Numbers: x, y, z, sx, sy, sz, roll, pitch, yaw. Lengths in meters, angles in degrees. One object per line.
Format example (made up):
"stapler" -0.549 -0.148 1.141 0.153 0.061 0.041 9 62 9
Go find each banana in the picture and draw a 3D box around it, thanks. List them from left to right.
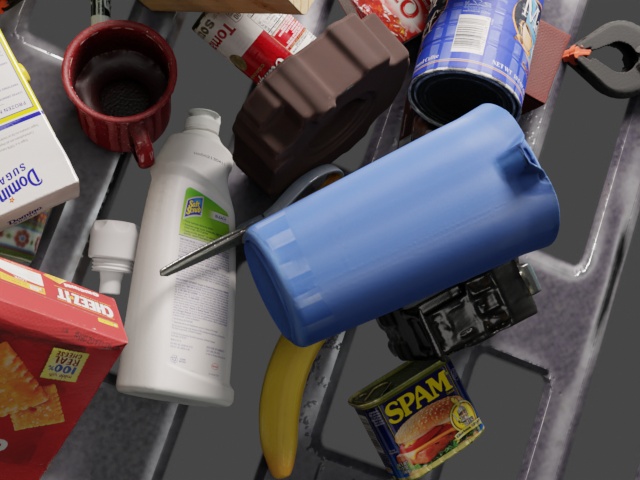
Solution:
"banana" -0.012 0.110 0.948 0.070 0.037 0.197 25 78 25

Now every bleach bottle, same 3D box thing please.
"bleach bottle" -0.110 0.012 0.918 0.102 0.068 0.251 21 70 -47

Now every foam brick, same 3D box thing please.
"foam brick" 0.199 -0.172 1.044 0.053 0.051 0.078 26 77 -13

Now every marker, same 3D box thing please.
"marker" -0.194 -0.214 0.941 0.020 0.020 0.121 0 85 -18

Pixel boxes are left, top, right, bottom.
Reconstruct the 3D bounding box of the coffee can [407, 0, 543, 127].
"coffee can" 0.143 -0.182 0.967 0.102 0.103 0.140 22 66 -14

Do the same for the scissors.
"scissors" -0.056 0.001 0.919 0.201 0.096 0.016 -36 62 -27

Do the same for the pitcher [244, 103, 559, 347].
"pitcher" 0.063 -0.005 0.895 0.242 0.145 0.149 -25 127 -12

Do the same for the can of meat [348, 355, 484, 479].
"can of meat" 0.090 0.160 0.975 0.102 0.057 0.084 -29 97 -17

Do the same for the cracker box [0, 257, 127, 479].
"cracker box" -0.268 0.116 0.789 0.164 0.072 0.214 25 108 -32

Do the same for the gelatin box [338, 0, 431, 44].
"gelatin box" 0.061 -0.228 1.016 0.073 0.030 0.089 -32 95 -18

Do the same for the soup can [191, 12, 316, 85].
"soup can" -0.056 -0.182 0.956 0.102 0.069 0.068 39 75 -10

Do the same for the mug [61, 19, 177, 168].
"mug" -0.162 -0.115 0.897 0.093 0.081 0.117 -20 76 -13

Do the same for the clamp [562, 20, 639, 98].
"clamp" 0.335 -0.192 1.095 0.171 0.039 0.120 13 80 -16

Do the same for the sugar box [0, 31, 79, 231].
"sugar box" -0.266 -0.096 0.825 0.093 0.048 0.176 -25 83 -17
